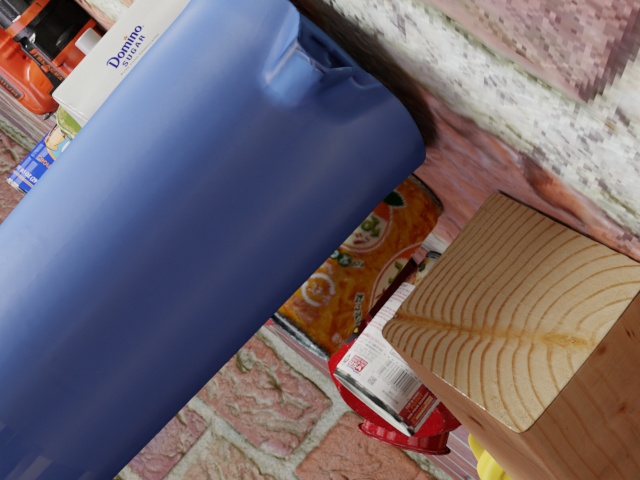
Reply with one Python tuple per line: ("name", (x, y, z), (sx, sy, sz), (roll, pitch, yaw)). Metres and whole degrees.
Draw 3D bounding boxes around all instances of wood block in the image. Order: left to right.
("wood block", (0.127, 0.080, 0.536), (0.091, 0.090, 0.206), (34, 170, 41))

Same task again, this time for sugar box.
("sugar box", (-0.067, -0.061, 0.630), (0.048, 0.093, 0.176), (33, 170, 36))

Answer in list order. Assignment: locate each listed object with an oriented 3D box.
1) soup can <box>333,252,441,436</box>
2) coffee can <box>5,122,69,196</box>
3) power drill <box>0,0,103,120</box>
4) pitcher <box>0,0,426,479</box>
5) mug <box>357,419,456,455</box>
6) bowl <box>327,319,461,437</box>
("soup can", (0.065, 0.068, 0.696), (0.068, 0.102, 0.068), (38, 172, 7))
("coffee can", (-0.220, -0.078, 1.037), (0.103, 0.140, 0.103), (39, 172, 6))
("power drill", (-0.248, -0.171, 0.898), (0.184, 0.057, 0.188), (45, 163, -21))
("pitcher", (-0.077, 0.005, 0.499), (0.145, 0.242, 0.149), (35, 170, 40))
("mug", (0.099, 0.155, 1.034), (0.117, 0.081, 0.093), (13, -178, -35))
("bowl", (0.067, 0.114, 0.874), (0.162, 0.055, 0.162), (19, 148, 12))
